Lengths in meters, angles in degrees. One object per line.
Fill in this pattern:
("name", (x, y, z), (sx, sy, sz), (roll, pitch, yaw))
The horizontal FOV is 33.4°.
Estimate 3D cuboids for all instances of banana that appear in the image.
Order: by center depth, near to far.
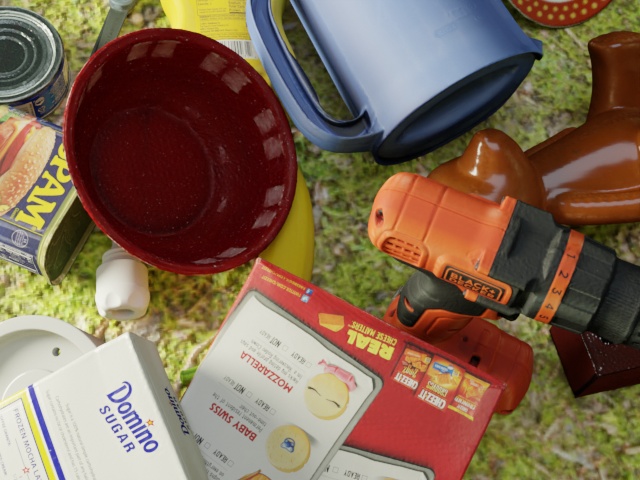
("banana", (-0.038, 0.009, 0.718), (0.069, 0.037, 0.197), (13, 64, 1))

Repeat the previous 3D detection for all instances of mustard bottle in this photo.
("mustard bottle", (-0.071, -0.176, 0.790), (0.096, 0.058, 0.191), (-2, 65, -10))

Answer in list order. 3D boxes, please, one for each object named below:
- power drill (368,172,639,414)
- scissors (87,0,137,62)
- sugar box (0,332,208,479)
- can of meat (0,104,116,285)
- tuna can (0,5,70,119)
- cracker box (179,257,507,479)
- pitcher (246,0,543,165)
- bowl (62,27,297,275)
("power drill", (0.110, 0.043, 0.632), (0.184, 0.188, 0.057), (24, 63, 8))
("scissors", (-0.163, -0.196, 0.815), (0.096, 0.016, 0.201), (28, 66, 10))
("sugar box", (-0.155, 0.132, 0.579), (0.176, 0.048, 0.093), (-27, 70, 4))
("can of meat", (-0.194, -0.033, 0.713), (0.084, 0.057, 0.102), (21, 64, 8))
("tuna can", (-0.225, -0.125, 0.765), (0.086, 0.034, 0.086), (2, 65, -4))
("cracker box", (-0.014, 0.143, 0.619), (0.164, 0.072, 0.213), (26, 78, 8))
("pitcher", (0.028, -0.179, 0.741), (0.145, 0.149, 0.243), (-37, 77, 25))
("bowl", (-0.097, -0.052, 0.689), (0.161, 0.055, 0.162), (9, 73, -31))
